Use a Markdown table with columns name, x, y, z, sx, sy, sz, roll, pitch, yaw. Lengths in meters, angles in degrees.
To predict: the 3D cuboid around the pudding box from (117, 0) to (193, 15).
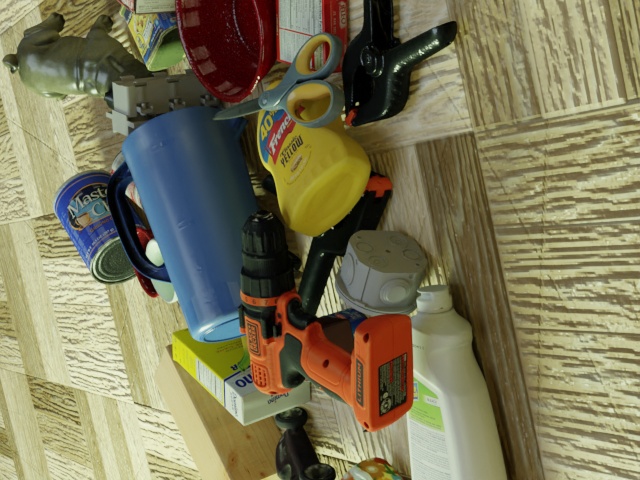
| name | x | y | z | sx | sy | sz | roll | pitch | yaw |
| --- | --- | --- | --- | --- | --- | --- | --- | --- | --- |
| pudding box | -0.174 | -0.283 | 1.178 | 0.090 | 0.113 | 0.039 | 44 | 136 | 42 |

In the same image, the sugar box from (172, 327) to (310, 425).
| name | x | y | z | sx | sy | sz | roll | pitch | yaw |
| --- | --- | --- | --- | --- | --- | --- | --- | --- | --- |
| sugar box | -0.096 | 0.149 | 1.267 | 0.176 | 0.093 | 0.048 | 28 | 127 | 51 |

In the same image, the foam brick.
| name | x | y | z | sx | sy | sz | roll | pitch | yaw |
| --- | --- | --- | --- | --- | --- | --- | --- | --- | --- |
| foam brick | -0.006 | 0.108 | 1.066 | 0.078 | 0.052 | 0.051 | -4 | 100 | 61 |

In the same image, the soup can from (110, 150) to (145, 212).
| name | x | y | z | sx | sy | sz | roll | pitch | yaw |
| --- | --- | --- | --- | --- | --- | --- | --- | --- | --- |
| soup can | -0.226 | -0.078 | 1.403 | 0.102 | 0.068 | 0.068 | 37 | 133 | 47 |

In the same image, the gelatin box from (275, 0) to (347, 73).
| name | x | y | z | sx | sy | sz | roll | pitch | yaw |
| --- | --- | --- | --- | --- | --- | --- | --- | --- | --- |
| gelatin box | -0.008 | -0.202 | 1.022 | 0.089 | 0.030 | 0.073 | 27 | 125 | 51 |

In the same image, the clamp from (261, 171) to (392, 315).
| name | x | y | z | sx | sy | sz | roll | pitch | yaw |
| --- | --- | --- | --- | --- | --- | --- | --- | --- | --- |
| clamp | 0.002 | -0.029 | 1.076 | 0.210 | 0.036 | 0.164 | -44 | 59 | 53 |

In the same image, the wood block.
| name | x | y | z | sx | sy | sz | roll | pitch | yaw |
| --- | --- | --- | --- | --- | --- | --- | --- | --- | --- |
| wood block | -0.123 | 0.226 | 1.350 | 0.206 | 0.090 | 0.091 | 59 | 147 | 24 |

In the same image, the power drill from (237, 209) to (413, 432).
| name | x | y | z | sx | sy | sz | roll | pitch | yaw |
| --- | --- | --- | --- | --- | --- | --- | --- | --- | --- |
| power drill | -0.001 | 0.076 | 0.952 | 0.188 | 0.057 | 0.184 | 22 | 126 | 45 |

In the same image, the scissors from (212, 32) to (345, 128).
| name | x | y | z | sx | sy | sz | roll | pitch | yaw |
| --- | --- | --- | --- | --- | --- | --- | --- | --- | --- |
| scissors | -0.039 | -0.152 | 1.014 | 0.202 | 0.016 | 0.096 | 17 | 93 | 52 |

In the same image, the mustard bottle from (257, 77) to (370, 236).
| name | x | y | z | sx | sy | sz | roll | pitch | yaw |
| --- | --- | --- | --- | --- | --- | --- | --- | --- | --- |
| mustard bottle | -0.018 | -0.098 | 1.029 | 0.096 | 0.058 | 0.192 | -52 | 38 | 26 |

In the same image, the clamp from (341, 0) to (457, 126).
| name | x | y | z | sx | sy | sz | roll | pitch | yaw |
| --- | --- | --- | --- | --- | --- | --- | --- | --- | --- |
| clamp | 0.061 | -0.157 | 0.919 | 0.120 | 0.039 | 0.172 | 56 | 150 | 37 |

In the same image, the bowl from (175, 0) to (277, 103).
| name | x | y | z | sx | sy | sz | roll | pitch | yaw |
| --- | --- | --- | --- | --- | --- | --- | --- | --- | --- |
| bowl | -0.086 | -0.227 | 1.106 | 0.162 | 0.055 | 0.162 | 30 | 130 | 43 |

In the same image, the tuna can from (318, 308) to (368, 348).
| name | x | y | z | sx | sy | sz | roll | pitch | yaw |
| --- | --- | --- | --- | --- | --- | --- | --- | --- | --- |
| tuna can | 0.028 | 0.114 | 1.100 | 0.086 | 0.033 | 0.086 | 33 | 130 | 49 |

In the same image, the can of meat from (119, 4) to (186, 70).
| name | x | y | z | sx | sy | sz | roll | pitch | yaw |
| --- | --- | --- | --- | --- | --- | --- | --- | --- | --- |
| can of meat | -0.191 | -0.263 | 1.272 | 0.084 | 0.057 | 0.102 | 65 | 149 | 12 |

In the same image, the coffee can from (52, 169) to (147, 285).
| name | x | y | z | sx | sy | sz | roll | pitch | yaw |
| --- | --- | --- | --- | --- | --- | --- | --- | --- | --- |
| coffee can | -0.312 | -0.020 | 1.538 | 0.140 | 0.102 | 0.103 | 52 | 143 | 33 |

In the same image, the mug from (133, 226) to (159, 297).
| name | x | y | z | sx | sy | sz | roll | pitch | yaw |
| --- | --- | --- | --- | --- | --- | --- | --- | --- | --- |
| mug | -0.184 | 0.014 | 1.362 | 0.093 | 0.081 | 0.117 | 64 | 148 | 18 |

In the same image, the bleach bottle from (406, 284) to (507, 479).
| name | x | y | z | sx | sy | sz | roll | pitch | yaw |
| --- | --- | --- | --- | --- | --- | --- | --- | --- | --- |
| bleach bottle | 0.119 | 0.165 | 0.947 | 0.103 | 0.067 | 0.251 | 7 | 107 | 58 |

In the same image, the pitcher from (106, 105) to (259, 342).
| name | x | y | z | sx | sy | sz | roll | pitch | yaw |
| --- | --- | --- | --- | --- | --- | --- | --- | --- | --- |
| pitcher | -0.133 | -0.012 | 1.180 | 0.149 | 0.144 | 0.243 | -45 | 60 | 57 |
